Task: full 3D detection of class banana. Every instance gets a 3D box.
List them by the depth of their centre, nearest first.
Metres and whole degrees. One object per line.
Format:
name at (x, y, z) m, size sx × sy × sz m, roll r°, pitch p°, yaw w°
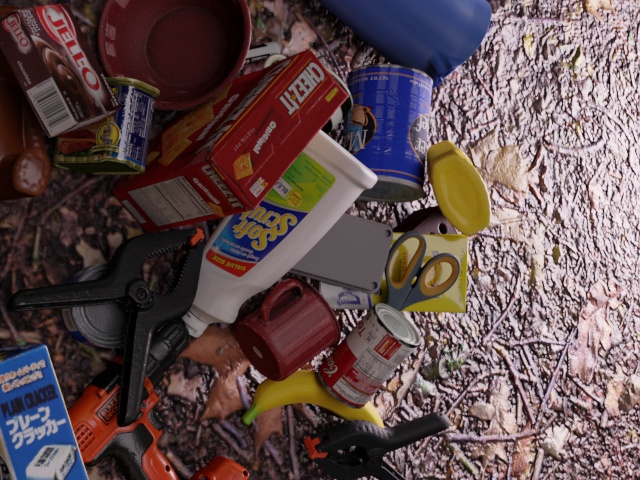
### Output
banana at (0.000, 0.184, 1.211) m, size 0.197 × 0.037 × 0.070 m, roll 15°, pitch 99°, yaw -31°

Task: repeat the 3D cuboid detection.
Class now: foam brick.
foam brick at (0.121, 0.000, 1.306) m, size 0.078 × 0.051 × 0.053 m, roll -41°, pitch 107°, yaw -31°

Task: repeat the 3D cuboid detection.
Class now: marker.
marker at (-0.098, -0.204, 1.196) m, size 0.120 × 0.020 × 0.020 m, roll -19°, pitch 95°, yaw -35°

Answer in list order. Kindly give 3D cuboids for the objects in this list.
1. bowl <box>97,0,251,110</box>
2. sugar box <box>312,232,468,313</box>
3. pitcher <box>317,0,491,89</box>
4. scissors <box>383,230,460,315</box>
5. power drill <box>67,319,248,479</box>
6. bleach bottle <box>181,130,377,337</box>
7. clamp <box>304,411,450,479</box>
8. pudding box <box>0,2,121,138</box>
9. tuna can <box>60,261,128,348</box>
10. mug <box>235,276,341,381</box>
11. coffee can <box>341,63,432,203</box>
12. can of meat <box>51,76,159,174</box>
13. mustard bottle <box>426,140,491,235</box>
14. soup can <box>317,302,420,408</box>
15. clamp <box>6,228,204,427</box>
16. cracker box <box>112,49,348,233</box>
bowl at (-0.147, -0.209, 1.112) m, size 0.162 × 0.055 × 0.162 m, roll -1°, pitch 85°, yaw 7°
sugar box at (0.080, 0.035, 1.234) m, size 0.176 × 0.048 × 0.093 m, roll 2°, pitch 90°, yaw -14°
pitcher at (0.075, -0.303, 1.276) m, size 0.242 × 0.149 × 0.145 m, roll 33°, pitch 81°, yaw -24°
scissors at (0.095, 0.082, 1.210) m, size 0.096 × 0.016 × 0.202 m, roll 8°, pitch 114°, yaw -14°
power drill at (-0.159, 0.196, 1.083) m, size 0.184 × 0.057 × 0.187 m, roll -47°, pitch 108°, yaw -26°
bleach bottle at (-0.057, 0.001, 1.108) m, size 0.251 × 0.103 × 0.068 m, roll -52°, pitch 159°, yaw 7°
clamp at (0.067, 0.235, 1.221) m, size 0.171 × 0.039 × 0.120 m, roll 18°, pitch 106°, yaw -33°
pudding box at (-0.237, -0.156, 0.965) m, size 0.113 × 0.039 × 0.090 m, roll 66°, pitch 22°, yaw -9°
tuna can at (-0.216, 0.065, 1.071) m, size 0.085 × 0.034 × 0.086 m, roll 5°, pitch 81°, yaw -35°
mug at (-0.039, 0.091, 1.151) m, size 0.081 × 0.093 × 0.117 m, roll -36°, pitch 144°, yaw -28°
coffee can at (0.076, -0.124, 1.258) m, size 0.102 × 0.103 × 0.140 m, roll 13°, pitch 77°, yaw -33°
can of meat at (-0.214, -0.111, 1.053) m, size 0.057 × 0.102 × 0.084 m, roll 20°, pitch 75°, yaw -56°
mustard bottle at (0.161, -0.071, 1.281) m, size 0.058 × 0.191 × 0.096 m, roll -27°, pitch 100°, yaw 8°
soup can at (0.054, 0.127, 1.179) m, size 0.068 × 0.068 × 0.102 m, roll 28°, pitch 113°, yaw -29°
clamp at (-0.192, 0.053, 1.043) m, size 0.164 × 0.036 × 0.209 m, roll 44°, pitch 56°, yaw -15°
cracker box at (-0.096, -0.096, 1.064) m, size 0.072 × 0.214 × 0.164 m, roll 49°, pitch 60°, yaw -21°
